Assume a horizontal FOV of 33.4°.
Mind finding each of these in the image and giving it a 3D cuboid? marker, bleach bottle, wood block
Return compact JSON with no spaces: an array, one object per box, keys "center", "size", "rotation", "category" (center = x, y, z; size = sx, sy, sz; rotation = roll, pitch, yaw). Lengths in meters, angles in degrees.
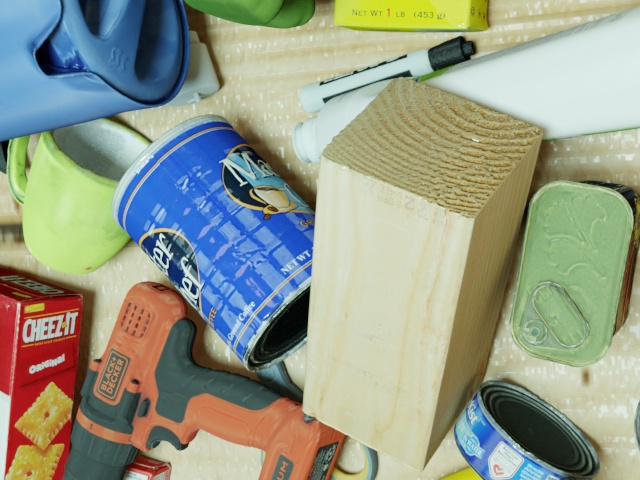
[{"center":[0.043,-0.108,0.697],"size":[0.121,0.020,0.020],"rotation":[-14,90,25],"category":"marker"},{"center":[0.098,-0.083,0.643],"size":[0.251,0.102,0.068],"rotation":[-9,99,33],"category":"bleach bottle"},{"center":[0.052,0.024,0.617],"size":[0.090,0.090,0.206],"rotation":[24,137,20],"category":"wood block"}]

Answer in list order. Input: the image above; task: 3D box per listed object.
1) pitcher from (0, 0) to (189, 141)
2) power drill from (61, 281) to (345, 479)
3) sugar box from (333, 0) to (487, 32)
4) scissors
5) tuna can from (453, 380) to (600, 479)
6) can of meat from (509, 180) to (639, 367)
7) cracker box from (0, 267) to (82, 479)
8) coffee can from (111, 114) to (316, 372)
[{"center":[-0.214,-0.130,0.709],"size":[0.243,0.149,0.145],"rotation":[-11,75,26],"category":"pitcher"},{"center":[-0.088,0.143,0.739],"size":[0.188,0.057,0.184],"rotation":[24,100,21],"category":"power drill"},{"center":[0.062,-0.219,0.662],"size":[0.093,0.048,0.176],"rotation":[7,100,25],"category":"sugar box"},{"center":[-0.016,0.098,0.748],"size":[0.096,0.016,0.202],"rotation":[-9,92,23],"category":"scissors"},{"center":[0.124,0.125,0.650],"size":[0.086,0.086,0.034],"rotation":[37,110,16],"category":"tuna can"},{"center":[0.154,0.015,0.625],"size":[0.057,0.083,0.102],"rotation":[11,100,22],"category":"can of meat"},{"center":[-0.269,0.128,0.826],"size":[0.164,0.072,0.214],"rotation":[14,101,32],"category":"cracker box"},{"center":[-0.055,0.001,0.701],"size":[0.140,0.102,0.103],"rotation":[46,111,18],"category":"coffee can"}]
